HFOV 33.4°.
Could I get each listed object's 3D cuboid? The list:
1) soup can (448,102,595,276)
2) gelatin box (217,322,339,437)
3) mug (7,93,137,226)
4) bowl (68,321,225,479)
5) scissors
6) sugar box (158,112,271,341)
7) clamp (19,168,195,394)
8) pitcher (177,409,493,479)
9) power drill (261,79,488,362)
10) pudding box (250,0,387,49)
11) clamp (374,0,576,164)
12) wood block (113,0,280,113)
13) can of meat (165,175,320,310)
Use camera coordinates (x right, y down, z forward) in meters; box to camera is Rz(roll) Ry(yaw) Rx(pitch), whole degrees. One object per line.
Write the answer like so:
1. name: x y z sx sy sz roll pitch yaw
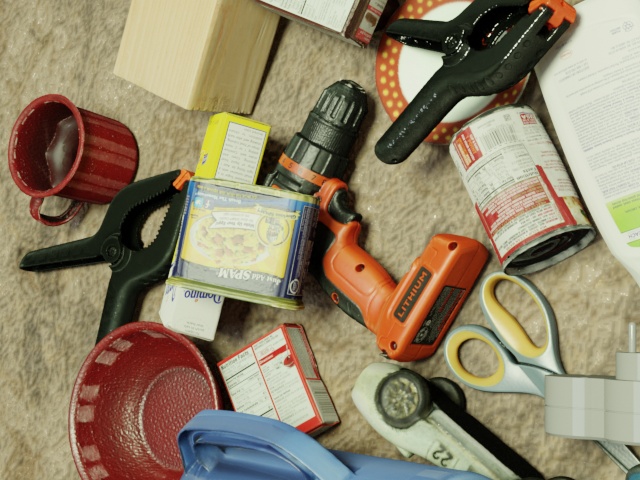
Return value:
1. soup can: 0.138 -0.036 0.742 0.069 0.068 0.102 -32 67 25
2. gelatin box: -0.034 0.120 0.851 0.073 0.030 0.089 -34 67 25
3. mug: -0.225 -0.067 0.967 0.093 0.081 0.117 25 96 32
4. bowl: -0.134 0.150 0.894 0.162 0.055 0.162 -5 80 32
5. scissors: 0.154 0.116 0.741 0.096 0.016 0.202 -36 66 25
6. sugar box: -0.089 -0.013 0.868 0.093 0.048 0.176 -162 90 -77
7. clamp: -0.183 0.010 0.956 0.165 0.036 0.210 45 105 28
8. pitcher: 0.008 0.192 0.705 0.243 0.149 0.145 -9 71 50
9. power drill: 0.033 -0.010 0.813 0.188 0.057 0.184 35 106 34
10. pudding box: 0.003 -0.206 0.808 0.114 0.039 0.090 30 101 34
11. clamp: 0.097 -0.118 0.736 0.172 0.039 0.120 -12 67 53
12. wood block: -0.085 -0.217 0.873 0.091 0.090 0.206 28 108 30
13. can of meat: -0.055 0.001 0.789 0.102 0.057 0.084 11 90 10
